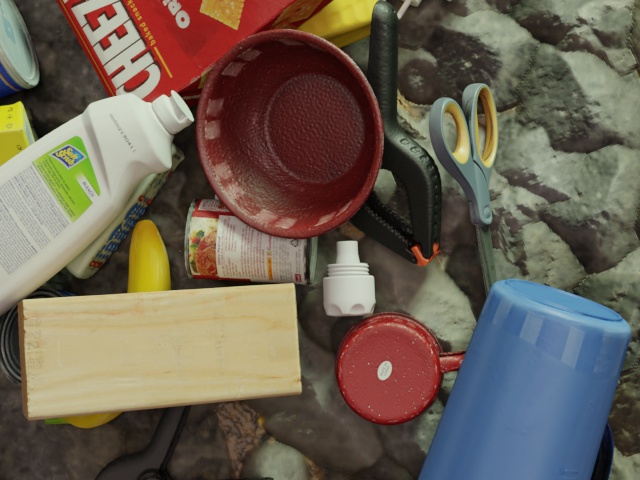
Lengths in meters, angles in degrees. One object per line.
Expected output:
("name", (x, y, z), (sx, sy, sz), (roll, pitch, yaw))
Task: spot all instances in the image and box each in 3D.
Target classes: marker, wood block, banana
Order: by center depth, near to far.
("wood block", (-0.128, 0.085, 0.839), (0.205, 0.091, 0.090), (-3, 85, -19))
("marker", (-0.069, -0.089, 0.892), (0.020, 0.020, 0.121), (16, 111, 6))
("banana", (-0.167, 0.082, 0.906), (0.069, 0.037, 0.198), (26, 90, 5))

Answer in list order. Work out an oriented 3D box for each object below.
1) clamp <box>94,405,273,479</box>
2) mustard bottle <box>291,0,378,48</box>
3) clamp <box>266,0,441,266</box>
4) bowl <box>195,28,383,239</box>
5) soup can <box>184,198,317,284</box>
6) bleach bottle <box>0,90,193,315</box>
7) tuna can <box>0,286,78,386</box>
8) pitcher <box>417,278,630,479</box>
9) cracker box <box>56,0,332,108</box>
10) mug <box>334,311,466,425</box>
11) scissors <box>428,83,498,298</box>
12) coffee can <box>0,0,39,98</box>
("clamp", (-0.138, 0.195, 0.899), (0.171, 0.039, 0.120), (-28, 75, 0))
("mustard bottle", (-0.014, -0.256, 0.896), (0.096, 0.058, 0.191), (-16, 84, 24))
("clamp", (0.044, -0.078, 0.867), (0.165, 0.036, 0.210), (-35, 91, 36))
("bowl", (-0.016, -0.085, 0.838), (0.162, 0.055, 0.162), (6, 105, 25))
("soup can", (-0.056, 0.001, 0.885), (0.102, 0.068, 0.068), (3, 87, 5))
("bleach bottle", (-0.206, -0.030, 0.851), (0.251, 0.068, 0.102), (-33, 95, 8))
("tuna can", (-0.230, 0.083, 0.900), (0.086, 0.033, 0.086), (-5, 78, 25))
("pitcher", (0.155, 0.159, 0.813), (0.145, 0.149, 0.243), (19, 99, 14))
("cracker box", (-0.106, -0.215, 0.865), (0.214, 0.072, 0.164), (-32, 84, 24))
("mug", (0.067, 0.103, 0.860), (0.117, 0.081, 0.093), (-5, 86, 5))
("scissors", (0.120, -0.031, 0.867), (0.016, 0.096, 0.202), (-3, 84, 42))
("coffee can", (-0.324, -0.154, 0.900), (0.140, 0.103, 0.103), (-20, 85, 4))
